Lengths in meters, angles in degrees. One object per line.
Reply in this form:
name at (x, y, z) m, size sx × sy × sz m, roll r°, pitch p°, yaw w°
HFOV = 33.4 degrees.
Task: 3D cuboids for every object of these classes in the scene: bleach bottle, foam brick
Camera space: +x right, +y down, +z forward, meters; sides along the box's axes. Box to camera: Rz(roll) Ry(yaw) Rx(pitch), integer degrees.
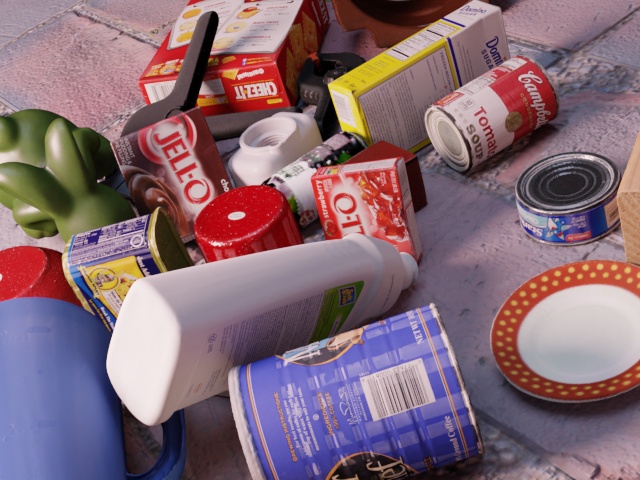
bleach bottle at (-0.026, 0.051, 0.773) m, size 0.250 × 0.103 × 0.068 m, roll -13°, pitch 48°, yaw -41°
foam brick at (0.045, -0.042, 0.928) m, size 0.078 × 0.051 × 0.053 m, roll -32°, pitch 36°, yaw -17°

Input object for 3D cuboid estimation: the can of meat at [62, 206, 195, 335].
can of meat at (-0.154, 0.031, 0.887) m, size 0.084 × 0.102 × 0.057 m, roll -15°, pitch 36°, yaw 11°

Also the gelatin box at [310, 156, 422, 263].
gelatin box at (0.038, -0.019, 0.867) m, size 0.073 × 0.089 × 0.030 m, roll -5°, pitch 22°, yaw 20°

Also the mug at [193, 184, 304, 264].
mug at (-0.056, 0.001, 0.893) m, size 0.093 × 0.081 × 0.117 m, roll -16°, pitch 35°, yaw 6°

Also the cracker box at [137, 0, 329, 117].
cracker box at (-0.091, -0.216, 1.213) m, size 0.164 × 0.072 × 0.213 m, roll -5°, pitch 37°, yaw 19°

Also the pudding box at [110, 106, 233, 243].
pudding box at (-0.131, -0.056, 0.989) m, size 0.090 × 0.113 × 0.039 m, roll -23°, pitch -5°, yaw -2°

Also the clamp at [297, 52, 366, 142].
clamp at (0.016, -0.153, 1.104) m, size 0.120 × 0.039 × 0.172 m, roll -27°, pitch 29°, yaw -18°

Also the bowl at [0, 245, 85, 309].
bowl at (-0.276, 0.054, 0.956) m, size 0.162 × 0.055 × 0.162 m, roll -14°, pitch 35°, yaw 10°

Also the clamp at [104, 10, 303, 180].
clamp at (-0.129, -0.114, 1.084) m, size 0.210 × 0.036 × 0.165 m, roll -47°, pitch 67°, yaw 0°

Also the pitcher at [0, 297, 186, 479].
pitcher at (-0.179, 0.157, 0.715) m, size 0.149 × 0.144 × 0.243 m, roll -44°, pitch 36°, yaw 14°

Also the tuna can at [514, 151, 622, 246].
tuna can at (0.200, -0.035, 0.857) m, size 0.086 × 0.033 × 0.086 m, roll -13°, pitch 36°, yaw 10°

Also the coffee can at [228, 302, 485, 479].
coffee can at (0.023, 0.110, 0.690) m, size 0.140 × 0.103 × 0.103 m, roll -19°, pitch 35°, yaw 2°

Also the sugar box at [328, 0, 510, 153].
sugar box at (0.099, -0.145, 1.004) m, size 0.176 × 0.093 × 0.048 m, roll -33°, pitch 37°, yaw -19°

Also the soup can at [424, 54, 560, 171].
soup can at (0.153, -0.114, 0.957) m, size 0.102 × 0.068 × 0.069 m, roll -31°, pitch 36°, yaw -14°
